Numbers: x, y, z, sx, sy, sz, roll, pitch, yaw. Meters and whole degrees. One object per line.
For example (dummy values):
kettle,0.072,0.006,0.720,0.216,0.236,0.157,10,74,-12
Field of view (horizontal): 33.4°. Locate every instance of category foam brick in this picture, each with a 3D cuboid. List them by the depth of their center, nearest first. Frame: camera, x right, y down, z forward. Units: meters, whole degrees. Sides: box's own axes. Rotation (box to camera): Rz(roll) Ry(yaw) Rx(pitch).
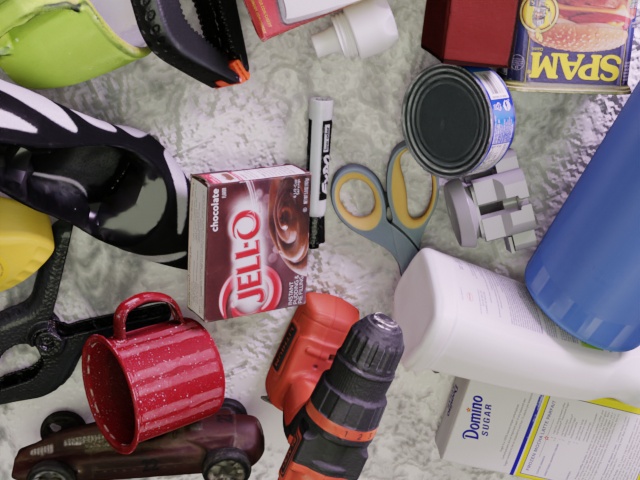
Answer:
foam brick,0.109,-0.158,0.778,0.053,0.078,0.051,3,108,-8

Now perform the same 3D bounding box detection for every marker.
marker,-0.003,-0.051,0.835,0.020,0.020,0.121,2,109,-5

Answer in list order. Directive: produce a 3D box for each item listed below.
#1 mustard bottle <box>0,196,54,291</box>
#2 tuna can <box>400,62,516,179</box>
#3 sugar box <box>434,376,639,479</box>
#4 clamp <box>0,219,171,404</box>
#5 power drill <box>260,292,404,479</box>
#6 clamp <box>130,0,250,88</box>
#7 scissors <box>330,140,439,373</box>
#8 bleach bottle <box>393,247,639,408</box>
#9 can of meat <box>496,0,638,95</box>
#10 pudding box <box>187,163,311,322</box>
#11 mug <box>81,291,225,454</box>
mustard bottle,-0.281,-0.012,0.743,0.096,0.191,0.058,-22,67,19
tuna can,0.103,-0.090,0.797,0.033,0.086,0.086,-13,115,-43
sugar box,0.195,0.158,0.910,0.176,0.048,0.093,16,107,-6
clamp,-0.218,0.063,0.847,0.171,0.039,0.120,-34,106,2
power drill,0.004,0.109,0.802,0.057,0.187,0.184,22,107,-10
clamp,-0.107,-0.200,0.742,0.036,0.164,0.210,-4,137,36
scissors,0.055,0.017,0.866,0.096,0.016,0.202,0,109,-3
bleach bottle,0.184,0.086,0.848,0.250,0.102,0.068,19,125,-16
can of meat,0.184,-0.155,0.796,0.102,0.057,0.084,1,106,-6
pudding box,-0.055,0.001,0.821,0.089,0.039,0.113,-9,111,-32
mug,-0.128,0.095,0.817,0.081,0.093,0.117,-15,107,-34
